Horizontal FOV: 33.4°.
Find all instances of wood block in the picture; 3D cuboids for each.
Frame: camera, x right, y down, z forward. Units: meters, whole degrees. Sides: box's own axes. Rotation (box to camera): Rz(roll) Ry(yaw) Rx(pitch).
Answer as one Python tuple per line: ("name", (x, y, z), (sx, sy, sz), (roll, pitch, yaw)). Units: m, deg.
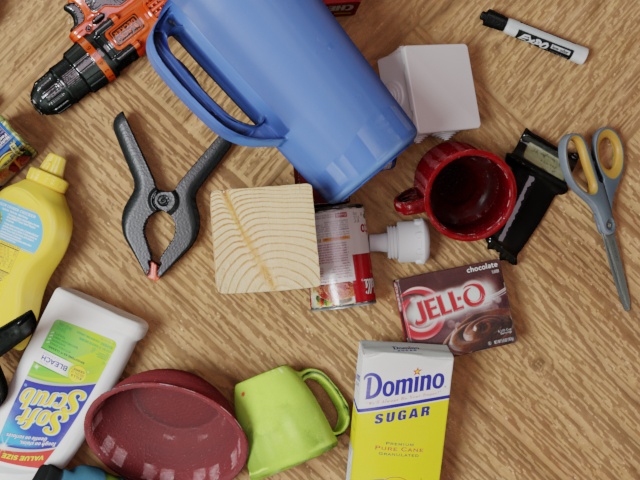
("wood block", (-0.057, 0.002, 1.006), (0.090, 0.206, 0.091), (-4, 89, -6))

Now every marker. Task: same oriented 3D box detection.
("marker", (0.226, -0.217, 1.133), (0.121, 0.020, 0.020), (21, 86, -4))

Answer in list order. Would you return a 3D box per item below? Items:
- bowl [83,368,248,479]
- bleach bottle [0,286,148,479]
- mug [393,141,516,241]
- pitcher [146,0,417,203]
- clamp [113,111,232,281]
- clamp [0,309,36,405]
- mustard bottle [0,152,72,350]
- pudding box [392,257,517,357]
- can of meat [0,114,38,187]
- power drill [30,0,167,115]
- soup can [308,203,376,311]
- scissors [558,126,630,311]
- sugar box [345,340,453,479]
("bowl", (-0.146, 0.176, 1.044), (0.162, 0.055, 0.162), (4, 130, 5))
("bleach bottle", (-0.266, 0.178, 1.054), (0.102, 0.068, 0.251), (24, 88, -2))
("mug", (0.130, -0.050, 1.080), (0.117, 0.081, 0.093), (-19, 108, -2))
("pitcher", (-0.032, -0.149, 0.975), (0.149, 0.145, 0.243), (-39, 91, 15))
("clamp", (-0.167, -0.048, 1.081), (0.120, 0.039, 0.171), (16, 87, 1))
("clamp", (-0.342, 0.096, 0.998), (0.164, 0.210, 0.036), (33, 45, 11))
("mustard bottle", (-0.296, 0.004, 1.050), (0.096, 0.058, 0.191), (19, 85, 30))
("pudding box", (0.138, 0.073, 1.106), (0.113, 0.039, 0.090), (-12, 90, -5))
("can of meat", (-0.327, -0.080, 1.036), (0.057, 0.102, 0.084), (45, 83, -2))
("power drill", (-0.257, -0.242, 1.070), (0.184, 0.057, 0.187), (-40, 95, -9))
("soup can", (0.017, 0.017, 1.082), (0.068, 0.068, 0.102), (-7, 88, -6))
("scissors", (0.312, -0.033, 1.135), (0.096, 0.016, 0.201), (-39, 109, -27))
("sugar box", (0.078, 0.191, 1.075), (0.093, 0.048, 0.176), (3, 104, -5))
